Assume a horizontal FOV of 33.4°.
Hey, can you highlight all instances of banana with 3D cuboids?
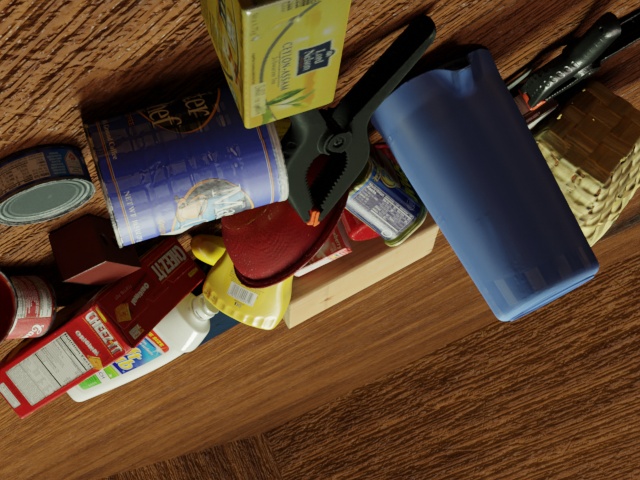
[{"bbox_3d":[-0.090,0.005,1.301,0.197,0.037,0.070,-10,145,-44],"label":"banana"}]

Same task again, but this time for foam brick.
[{"bbox_3d":[-0.226,0.011,1.073,0.051,0.053,0.078,-25,167,14],"label":"foam brick"}]

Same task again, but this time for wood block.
[{"bbox_3d":[0.031,0.010,1.298,0.206,0.090,0.091,-28,160,-13],"label":"wood block"}]

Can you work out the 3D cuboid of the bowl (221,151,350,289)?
[{"bbox_3d":[-0.047,-0.035,1.044,0.162,0.162,0.055,-30,127,32],"label":"bowl"}]

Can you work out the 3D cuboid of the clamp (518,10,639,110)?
[{"bbox_3d":[0.277,-0.191,1.093,0.120,0.039,0.172,-15,168,-33],"label":"clamp"}]

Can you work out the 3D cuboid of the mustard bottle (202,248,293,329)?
[{"bbox_3d":[-0.058,0.001,1.172,0.192,0.096,0.058,-66,172,30],"label":"mustard bottle"}]

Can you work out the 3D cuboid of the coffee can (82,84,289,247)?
[{"bbox_3d":[-0.107,-0.062,0.852,0.140,0.103,0.103,-17,166,-10],"label":"coffee can"}]

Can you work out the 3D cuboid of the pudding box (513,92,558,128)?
[{"bbox_3d":[0.200,-0.123,1.197,0.089,0.039,0.114,-34,176,-31],"label":"pudding box"}]

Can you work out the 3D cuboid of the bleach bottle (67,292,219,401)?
[{"bbox_3d":[-0.233,0.117,1.345,0.251,0.102,0.068,-27,-175,29],"label":"bleach bottle"}]

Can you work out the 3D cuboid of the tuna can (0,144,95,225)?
[{"bbox_3d":[-0.233,-0.045,0.883,0.086,0.034,0.086,-20,166,-5],"label":"tuna can"}]

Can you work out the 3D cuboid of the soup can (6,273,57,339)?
[{"bbox_3d":[-0.332,0.069,1.099,0.069,0.068,0.102,-29,164,28],"label":"soup can"}]

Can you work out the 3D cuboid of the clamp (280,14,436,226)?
[{"bbox_3d":[0.016,-0.100,0.912,0.164,0.036,0.210,-18,141,-23],"label":"clamp"}]

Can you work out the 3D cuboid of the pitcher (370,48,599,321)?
[{"bbox_3d":[0.159,-0.047,1.029,0.145,0.243,0.149,-34,168,28],"label":"pitcher"}]

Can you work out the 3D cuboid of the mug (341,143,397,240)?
[{"bbox_3d":[0.059,-0.050,1.209,0.093,0.081,0.117,-23,166,7],"label":"mug"}]

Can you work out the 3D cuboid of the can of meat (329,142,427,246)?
[{"bbox_3d":[0.051,-0.055,1.071,0.057,0.102,0.083,-43,122,17],"label":"can of meat"}]

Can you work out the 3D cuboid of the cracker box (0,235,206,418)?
[{"bbox_3d":[-0.253,0.096,1.205,0.214,0.072,0.164,-32,-170,34],"label":"cracker box"}]
